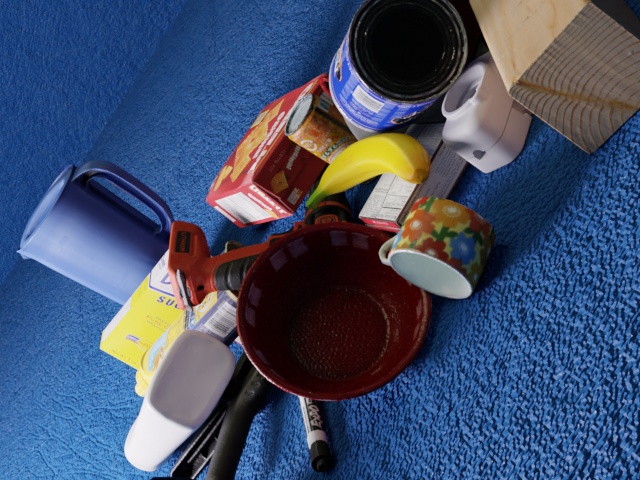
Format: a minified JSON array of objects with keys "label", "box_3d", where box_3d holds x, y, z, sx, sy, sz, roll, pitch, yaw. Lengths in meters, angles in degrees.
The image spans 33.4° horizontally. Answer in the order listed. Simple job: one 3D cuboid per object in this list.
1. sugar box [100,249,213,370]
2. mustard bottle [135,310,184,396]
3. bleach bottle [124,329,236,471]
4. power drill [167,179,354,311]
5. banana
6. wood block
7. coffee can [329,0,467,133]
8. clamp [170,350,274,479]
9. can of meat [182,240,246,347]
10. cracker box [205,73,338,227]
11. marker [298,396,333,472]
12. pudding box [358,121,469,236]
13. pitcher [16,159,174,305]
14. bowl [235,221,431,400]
[{"label":"sugar box","box_3d":[-0.191,0.088,1.349,0.176,0.093,0.048,-49,22,23]},{"label":"mustard bottle","box_3d":[-0.165,0.128,1.280,0.192,0.058,0.096,-45,22,30]},{"label":"bleach bottle","box_3d":[-0.161,0.183,1.134,0.102,0.068,0.251,-61,3,-29]},{"label":"power drill","box_3d":[-0.057,0.001,1.083,0.187,0.057,0.184,-10,31,4]},{"label":"banana","box_3d":[0.053,-0.068,0.993,0.198,0.037,0.069,-15,55,61]},{"label":"wood block","box_3d":[0.192,-0.170,0.857,0.090,0.090,0.206,-49,22,25]},{"label":"coffee can","box_3d":[0.066,-0.158,0.956,0.103,0.103,0.140,-60,3,-7]},{"label":"clamp","box_3d":[-0.077,0.162,1.057,0.210,0.036,0.165,-60,15,-9]},{"label":"can of meat","box_3d":[-0.103,0.064,1.146,0.084,0.057,0.102,-46,25,24]},{"label":"cracker box","box_3d":[-0.050,-0.107,1.313,0.164,0.072,0.214,-58,15,-14]},{"label":"marker","box_3d":[-0.005,0.160,0.927,0.020,0.020,0.121,-51,21,16]},{"label":"pudding box","box_3d":[0.091,-0.057,0.998,0.113,0.039,0.090,-61,21,-5]},{"label":"pitcher","box_3d":[-0.257,0.009,1.397,0.149,0.242,0.145,-10,50,63]},{"label":"bowl","box_3d":[0.013,0.067,0.897,0.055,0.162,0.162,78,-149,-61]}]
